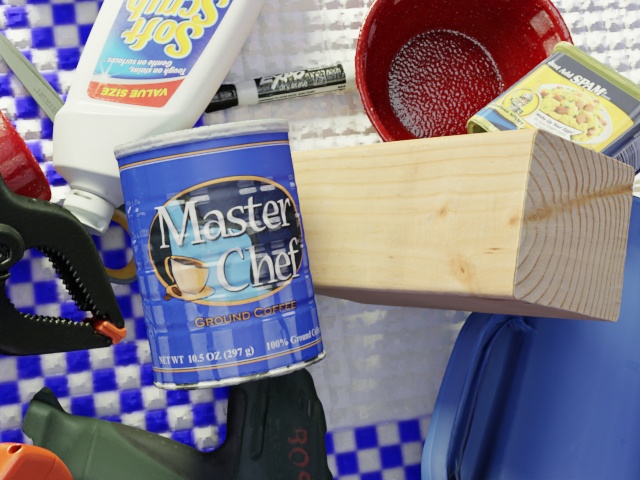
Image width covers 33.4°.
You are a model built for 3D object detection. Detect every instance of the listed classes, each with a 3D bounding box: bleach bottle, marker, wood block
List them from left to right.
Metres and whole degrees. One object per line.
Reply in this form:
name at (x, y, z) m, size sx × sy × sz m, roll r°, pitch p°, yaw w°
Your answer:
bleach bottle at (-0.099, -0.119, 0.696) m, size 0.102 × 0.068 × 0.251 m, roll 21°, pitch 76°, yaw -4°
marker at (-0.028, -0.107, 0.742) m, size 0.121 × 0.020 × 0.020 m, roll -12°, pitch 86°, yaw -12°
wood block at (0.069, -0.007, 0.636) m, size 0.090 × 0.207 × 0.090 m, roll 15°, pitch 81°, yaw -38°

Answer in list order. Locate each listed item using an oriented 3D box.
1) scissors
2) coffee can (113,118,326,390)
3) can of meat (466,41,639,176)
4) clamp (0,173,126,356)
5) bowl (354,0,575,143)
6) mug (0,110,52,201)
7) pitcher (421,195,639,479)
scissors at (-0.167, -0.049, 0.708) m, size 0.201 × 0.016 × 0.096 m, roll 36°, pitch 75°, yaw -6°
coffee can at (-0.058, 0.007, 0.623) m, size 0.102 × 0.103 × 0.140 m, roll -10°, pitch 93°, yaw -13°
can of meat at (0.157, -0.067, 0.681) m, size 0.084 × 0.057 × 0.102 m, roll -38°, pitch 52°, yaw -10°
clamp at (-0.190, -0.005, 0.610) m, size 0.209 × 0.036 × 0.164 m, roll 33°, pitch 74°, yaw -38°
bowl at (0.096, -0.113, 0.750) m, size 0.162 × 0.055 × 0.162 m, roll 1°, pitch 83°, yaw -12°
mug at (-0.229, -0.043, 0.666) m, size 0.081 × 0.093 × 0.117 m, roll -36°, pitch 55°, yaw -18°
pitcher at (0.156, 0.088, 0.701) m, size 0.145 × 0.149 × 0.243 m, roll 13°, pitch 77°, yaw 10°
